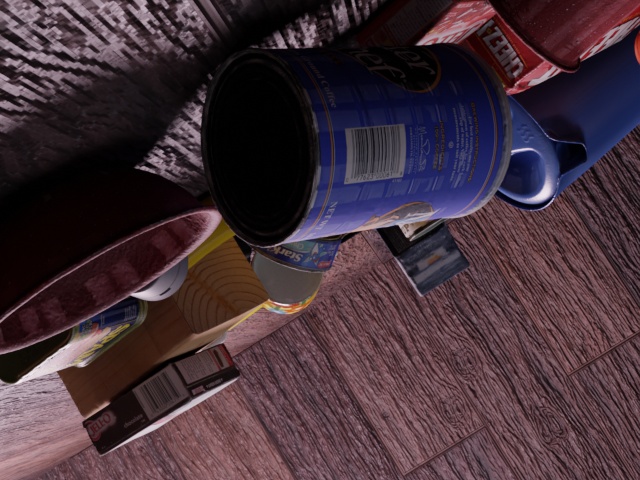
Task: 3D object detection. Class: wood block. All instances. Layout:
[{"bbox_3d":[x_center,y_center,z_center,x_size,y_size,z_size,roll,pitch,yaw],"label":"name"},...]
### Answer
[{"bbox_3d":[-0.151,0.070,0.935,0.090,0.091,0.206,-25,171,-45],"label":"wood block"}]

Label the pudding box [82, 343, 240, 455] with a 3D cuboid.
[{"bbox_3d":[-0.137,0.137,0.927,0.114,0.039,0.089,-32,174,24],"label":"pudding box"}]

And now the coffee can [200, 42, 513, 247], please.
[{"bbox_3d":[0.020,-0.055,0.585,0.140,0.103,0.103,-9,161,-38],"label":"coffee can"}]

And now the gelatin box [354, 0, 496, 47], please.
[{"bbox_3d":[0.075,-0.139,0.658,0.073,0.030,0.089,-36,172,39],"label":"gelatin box"}]

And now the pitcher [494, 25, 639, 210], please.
[{"bbox_3d":[0.231,-0.147,0.955,0.242,0.149,0.145,-36,165,-21],"label":"pitcher"}]

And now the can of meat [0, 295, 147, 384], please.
[{"bbox_3d":[-0.198,0.064,0.823,0.102,0.057,0.083,-36,170,27],"label":"can of meat"}]

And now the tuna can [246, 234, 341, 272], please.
[{"bbox_3d":[-0.024,-0.005,0.979,0.086,0.086,0.034,-18,132,-64],"label":"tuna can"}]

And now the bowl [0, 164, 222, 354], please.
[{"bbox_3d":[-0.139,0.003,0.624,0.162,0.055,0.162,-31,174,-4],"label":"bowl"}]
